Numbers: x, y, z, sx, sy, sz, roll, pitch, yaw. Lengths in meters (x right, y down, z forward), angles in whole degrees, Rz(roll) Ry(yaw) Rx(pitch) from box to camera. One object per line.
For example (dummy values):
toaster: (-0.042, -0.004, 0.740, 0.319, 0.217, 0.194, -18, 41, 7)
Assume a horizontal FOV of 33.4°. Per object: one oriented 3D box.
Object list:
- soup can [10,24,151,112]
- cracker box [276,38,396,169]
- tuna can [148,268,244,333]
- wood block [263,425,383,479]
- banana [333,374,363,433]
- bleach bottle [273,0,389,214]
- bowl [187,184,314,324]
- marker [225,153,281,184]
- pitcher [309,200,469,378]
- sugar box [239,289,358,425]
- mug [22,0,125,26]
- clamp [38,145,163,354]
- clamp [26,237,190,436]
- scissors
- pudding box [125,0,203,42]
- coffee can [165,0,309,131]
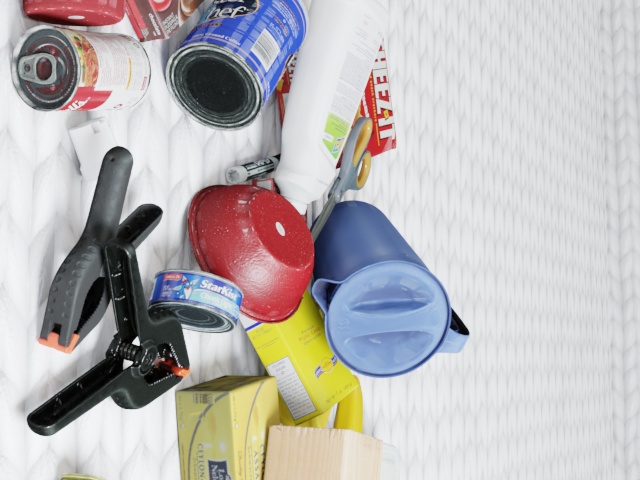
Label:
soup can: (-0.195, -0.141, 0.880, 0.102, 0.069, 0.068, -16, 101, -64)
cracker box: (0.022, -0.177, 1.317, 0.213, 0.072, 0.164, -26, 110, -63)
tuna can: (-0.116, 0.058, 0.995, 0.086, 0.086, 0.033, 44, 51, -54)
wood block: (-0.004, 0.290, 1.037, 0.090, 0.091, 0.206, 33, 60, -59)
banana: (0.025, 0.232, 1.202, 0.197, 0.037, 0.070, -69, 161, -60)
bleach bottle: (-0.001, -0.146, 1.161, 0.102, 0.068, 0.251, 19, 89, -59)
bowl: (-0.057, 0.001, 1.085, 0.162, 0.055, 0.162, 33, 39, -33)
marker: (-0.067, -0.081, 1.185, 0.121, 0.020, 0.020, -26, 110, -62)
pitcher: (0.062, 0.046, 1.200, 0.243, 0.145, 0.149, -111, 179, -67)
sugar box: (-0.032, 0.098, 1.138, 0.176, 0.048, 0.093, 64, 28, 0)
mug: (-0.208, -0.220, 0.855, 0.117, 0.093, 0.081, 1, 91, -33)
clamp: (-0.182, 0.016, 0.899, 0.171, 0.039, 0.120, -67, 159, -11)
clamp: (-0.160, 0.087, 0.914, 0.164, 0.036, 0.209, -69, 160, -1)
scissors: (0.024, -0.050, 1.231, 0.096, 0.016, 0.201, 67, 40, -59)
pudding box: (-0.151, -0.254, 1.012, 0.113, 0.039, 0.090, -62, 140, -46)
coffee can: (-0.081, -0.192, 1.075, 0.103, 0.103, 0.140, 66, 33, -35)
